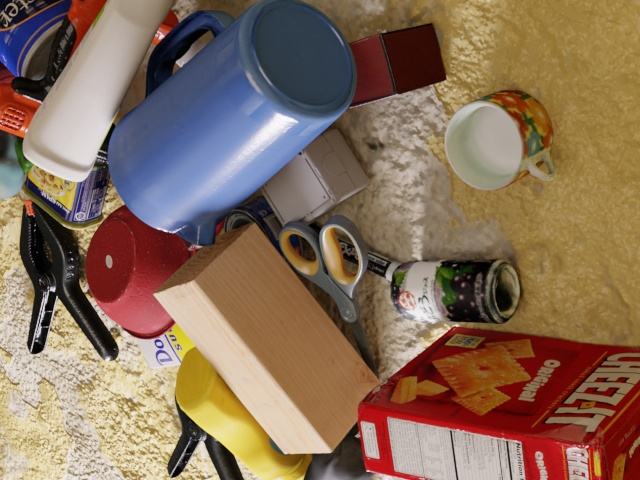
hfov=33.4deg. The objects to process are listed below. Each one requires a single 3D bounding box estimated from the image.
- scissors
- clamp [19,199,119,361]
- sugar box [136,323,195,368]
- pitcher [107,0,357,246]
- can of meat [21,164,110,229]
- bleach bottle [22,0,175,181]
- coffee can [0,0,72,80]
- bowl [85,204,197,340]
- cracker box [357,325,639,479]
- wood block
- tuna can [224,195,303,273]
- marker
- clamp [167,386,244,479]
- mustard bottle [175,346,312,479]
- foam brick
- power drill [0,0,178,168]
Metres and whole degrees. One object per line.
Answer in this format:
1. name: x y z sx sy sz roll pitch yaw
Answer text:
1. scissors: 0.010 0.055 1.003 0.096 0.016 0.202 16 134 23
2. clamp: -0.329 0.052 1.301 0.165 0.036 0.210 -10 99 41
3. sugar box: -0.135 0.084 1.152 0.177 0.048 0.093 -14 98 40
4. pitcher: -0.079 -0.113 0.906 0.149 0.145 0.243 38 145 -15
5. can of meat: -0.283 -0.076 1.201 0.102 0.057 0.084 36 125 23
6. bleach bottle: -0.183 -0.178 0.962 0.068 0.102 0.251 26 118 -20
7. coffee can: -0.312 -0.235 1.129 0.140 0.102 0.103 44 129 17
8. bowl: -0.202 0.024 1.137 0.162 0.055 0.162 -8 79 44
9. cracker box: 0.161 0.136 0.854 0.214 0.163 0.072 3 111 38
10. wood block: -0.048 0.095 1.011 0.206 0.090 0.090 52 147 -13
11. tuna can: -0.057 0.001 1.050 0.086 0.033 0.086 33 137 37
12. marker: 0.030 0.011 1.007 0.121 0.020 0.020 25 122 29
13. clamp: -0.138 0.213 1.212 0.120 0.039 0.171 0 101 34
14. mustard bottle: -0.068 0.190 1.095 0.058 0.096 0.191 -34 120 14
15. foam brick: 0.059 -0.145 0.882 0.053 0.078 0.051 -10 99 40
16. power drill: -0.218 -0.160 1.071 0.188 0.184 0.057 -55 36 23
